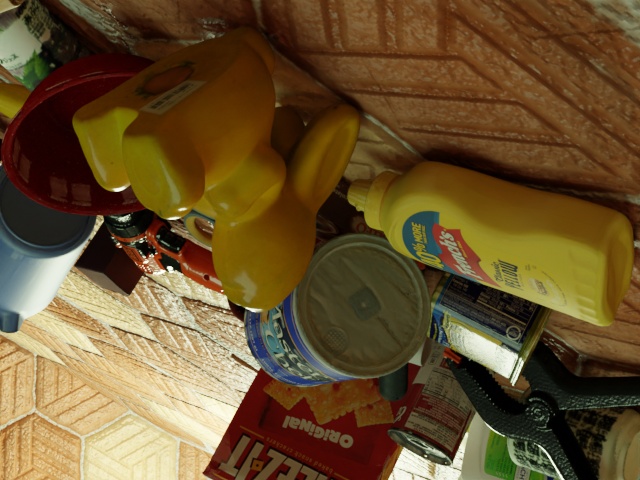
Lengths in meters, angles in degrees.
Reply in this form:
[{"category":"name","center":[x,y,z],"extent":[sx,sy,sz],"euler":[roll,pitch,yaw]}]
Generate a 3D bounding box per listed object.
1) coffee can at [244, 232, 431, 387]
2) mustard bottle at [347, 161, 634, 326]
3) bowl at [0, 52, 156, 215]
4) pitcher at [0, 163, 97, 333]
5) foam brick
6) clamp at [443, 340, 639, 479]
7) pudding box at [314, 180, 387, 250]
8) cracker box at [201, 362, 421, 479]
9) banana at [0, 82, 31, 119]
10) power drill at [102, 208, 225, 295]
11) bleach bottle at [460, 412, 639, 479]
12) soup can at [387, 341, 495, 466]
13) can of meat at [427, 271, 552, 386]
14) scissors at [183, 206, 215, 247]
[{"category":"coffee can","center":[0.009,0.057,0.809],"extent":[0.102,0.102,0.140],"euler":[33,161,-10]},{"category":"mustard bottle","center":[0.102,-0.007,0.695],"extent":[0.192,0.058,0.096],"euler":[19,158,28]},{"category":"bowl","center":[-0.157,-0.088,0.796],"extent":[0.162,0.055,0.162],"euler":[-12,146,-8]},{"category":"pitcher","center":[-0.318,-0.012,1.137],"extent":[0.149,0.144,0.243],"euler":[45,150,-6]},{"category":"foam brick","center":[-0.225,0.015,1.194],"extent":[0.053,0.078,0.051],"euler":[13,154,39]},{"category":"clamp","center":[0.197,0.132,0.884],"extent":[0.210,0.036,0.165],"euler":[38,123,27]},{"category":"pudding box","center":[-0.005,-0.023,0.837],"extent":[0.113,0.039,0.090],"euler":[34,161,-14]},{"category":"cracker box","center":[0.004,0.185,1.087],"extent":[0.164,0.213,0.072],"euler":[23,160,19]},{"category":"banana","center":[-0.227,-0.113,0.914],"extent":[0.198,0.037,0.069],"euler":[11,179,40]},{"category":"power drill","center":[-0.132,0.007,1.079],"extent":[0.188,0.057,0.184],"euler":[25,163,18]},{"category":"bleach bottle","center":[0.259,0.213,0.999],"extent":[0.251,0.102,0.068],"euler":[5,160,39]},{"category":"soup can","center":[0.116,0.154,1.017],"extent":[0.068,0.102,0.068],"euler":[26,161,9]},{"category":"can of meat","center":[0.130,0.062,0.833],"extent":[0.084,0.057,0.102],"euler":[26,161,14]},{"category":"scissors","center":[-0.056,0.001,0.960],"extent":[0.202,0.016,0.096],"euler":[32,147,13]}]
